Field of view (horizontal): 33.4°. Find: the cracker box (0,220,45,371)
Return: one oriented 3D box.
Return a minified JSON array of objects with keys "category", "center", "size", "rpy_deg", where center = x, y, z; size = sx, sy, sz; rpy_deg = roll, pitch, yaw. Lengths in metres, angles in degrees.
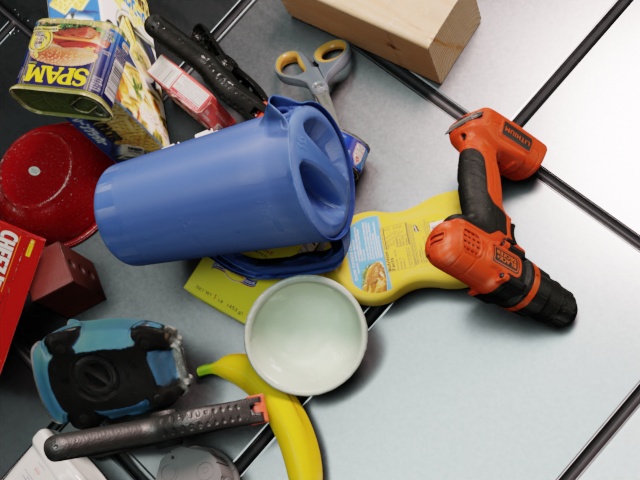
[{"category":"cracker box","center":[-0.401,0.063,1.146],"size":[0.214,0.072,0.164],"rpy_deg":[-1,69,46]}]

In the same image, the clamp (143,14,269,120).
[{"category":"clamp","center":[-0.120,-0.191,1.179],"size":[0.171,0.120,0.039],"rpy_deg":[46,115,21]}]

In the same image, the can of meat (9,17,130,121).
[{"category":"can of meat","center":[-0.246,-0.171,1.062],"size":[0.102,0.057,0.084],"rpy_deg":[8,71,17]}]

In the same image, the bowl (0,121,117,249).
[{"category":"bowl","center":[-0.313,-0.072,1.222],"size":[0.162,0.055,0.162],"rpy_deg":[-5,71,15]}]

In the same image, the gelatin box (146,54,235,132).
[{"category":"gelatin box","center":[-0.145,-0.160,1.194],"size":[0.089,0.073,0.030],"rpy_deg":[40,87,22]}]

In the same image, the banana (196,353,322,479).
[{"category":"banana","center":[-0.047,0.179,1.076],"size":[0.198,0.037,0.070],"rpy_deg":[49,117,26]}]

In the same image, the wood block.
[{"category":"wood block","center":[0.059,-0.264,1.162],"size":[0.206,0.090,0.090],"rpy_deg":[29,83,22]}]

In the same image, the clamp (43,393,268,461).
[{"category":"clamp","center":[-0.157,0.185,1.040],"size":[0.210,0.164,0.036],"rpy_deg":[-13,80,7]}]

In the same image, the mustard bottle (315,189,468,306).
[{"category":"mustard bottle","center":[0.067,0.016,1.083],"size":[0.192,0.058,0.096],"rpy_deg":[-13,75,11]}]

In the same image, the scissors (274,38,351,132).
[{"category":"scissors","center":[0.013,-0.171,1.136],"size":[0.096,0.016,0.202],"rpy_deg":[-29,36,-11]}]

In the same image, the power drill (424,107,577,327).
[{"category":"power drill","center":[0.181,-0.022,1.030],"size":[0.057,0.184,0.187],"rpy_deg":[-29,44,42]}]

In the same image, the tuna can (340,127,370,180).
[{"category":"tuna can","center":[0.007,-0.095,1.122],"size":[0.086,0.086,0.033],"rpy_deg":[17,78,20]}]

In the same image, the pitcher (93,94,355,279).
[{"category":"pitcher","center":[-0.093,-0.037,1.047],"size":[0.243,0.144,0.149],"rpy_deg":[-11,77,27]}]

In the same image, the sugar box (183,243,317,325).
[{"category":"sugar box","center":[-0.058,0.001,1.130],"size":[0.093,0.048,0.176],"rpy_deg":[27,82,22]}]

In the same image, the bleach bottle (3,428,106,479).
[{"category":"bleach bottle","center":[-0.331,0.319,1.093],"size":[0.103,0.068,0.251],"rpy_deg":[42,89,24]}]

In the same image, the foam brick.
[{"category":"foam brick","center":[-0.280,0.044,1.162],"size":[0.051,0.078,0.053],"rpy_deg":[-28,67,7]}]
